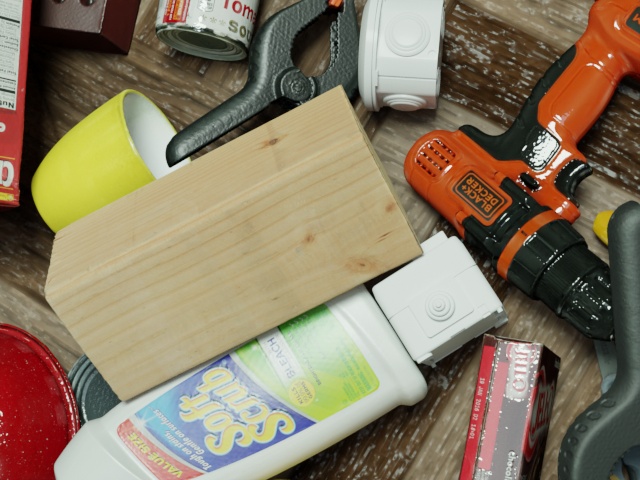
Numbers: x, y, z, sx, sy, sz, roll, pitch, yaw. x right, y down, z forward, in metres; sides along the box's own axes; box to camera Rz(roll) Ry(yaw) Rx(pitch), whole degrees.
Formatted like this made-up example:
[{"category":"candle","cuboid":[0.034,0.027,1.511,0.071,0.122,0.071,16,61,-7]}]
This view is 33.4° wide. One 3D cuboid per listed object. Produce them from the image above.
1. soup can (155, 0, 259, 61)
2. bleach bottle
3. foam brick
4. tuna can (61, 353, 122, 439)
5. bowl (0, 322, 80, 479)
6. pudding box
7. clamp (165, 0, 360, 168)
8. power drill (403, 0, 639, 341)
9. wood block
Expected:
[{"category":"soup can","cuboid":[-0.073,-0.184,0.744,0.068,0.068,0.102,10,84,14]},{"category":"bleach bottle","cuboid":[-0.064,0.121,0.671,0.250,0.068,0.102,-32,80,-5]},{"category":"foam brick","cuboid":[-0.179,-0.170,0.774,0.078,0.051,0.053,8,84,14]},{"category":"tuna can","cuboid":[-0.130,0.110,0.729,0.086,0.033,0.086,-2,81,13]},{"category":"bowl","cuboid":[-0.242,0.135,0.721,0.162,0.055,0.162,-3,84,27]},{"category":"pudding box","cuboid":[0.114,0.106,0.633,0.039,0.113,0.090,10,84,17]},{"category":"clamp","cuboid":[-0.030,-0.099,0.722,0.120,0.039,0.171,18,81,-18]},{"category":"power drill","cuboid":[0.168,-0.053,0.659,0.187,0.057,0.185,-45,61,0]},{"category":"wood block","cuboid":[-0.055,0.000,0.658,0.206,0.091,0.090,-27,117,6]}]
